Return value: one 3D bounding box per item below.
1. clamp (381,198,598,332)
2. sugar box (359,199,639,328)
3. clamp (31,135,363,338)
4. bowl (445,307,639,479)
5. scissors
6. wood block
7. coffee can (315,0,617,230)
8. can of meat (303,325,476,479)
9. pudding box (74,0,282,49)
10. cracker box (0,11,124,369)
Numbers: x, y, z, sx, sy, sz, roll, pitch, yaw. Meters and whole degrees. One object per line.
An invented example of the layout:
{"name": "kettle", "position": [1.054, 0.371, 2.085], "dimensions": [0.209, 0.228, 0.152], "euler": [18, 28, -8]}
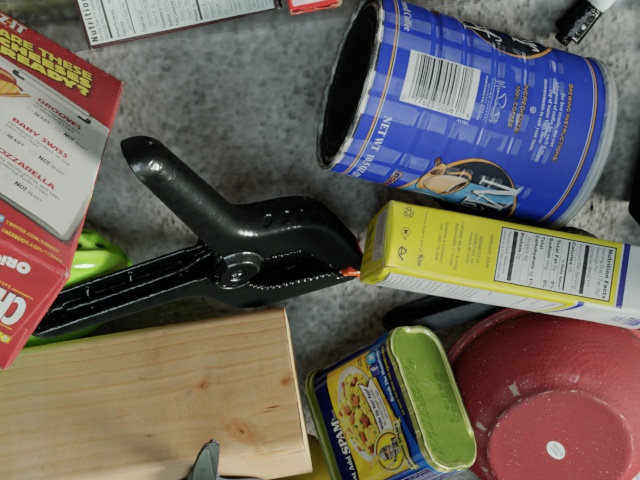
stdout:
{"name": "clamp", "position": [0.125, 0.031, 0.703], "dimensions": [0.171, 0.039, 0.120], "euler": [19, 122, -7]}
{"name": "sugar box", "position": [0.116, 0.016, 0.623], "dimensions": [0.176, 0.093, 0.048], "euler": [8, 83, -4]}
{"name": "clamp", "position": [-0.054, 0.001, 0.621], "dimensions": [0.209, 0.036, 0.165], "euler": [-1, 145, -31]}
{"name": "bowl", "position": [0.153, 0.120, 0.694], "dimensions": [0.162, 0.055, 0.162], "euler": [3, 117, 6]}
{"name": "scissors", "position": [-0.054, 0.146, 0.645], "dimensions": [0.096, 0.016, 0.202], "euler": [0, 155, -25]}
{"name": "wood block", "position": [-0.115, 0.112, 0.680], "dimensions": [0.206, 0.090, 0.091], "euler": [-9, 156, 0]}
{"name": "coffee can", "position": [0.079, -0.071, 0.604], "dimensions": [0.140, 0.103, 0.103], "euler": [14, 117, -12]}
{"name": "can of meat", "position": [0.045, 0.115, 0.693], "dimensions": [0.057, 0.102, 0.084], "euler": [2, 152, -45]}
{"name": "pudding box", "position": [-0.084, -0.160, 0.579], "dimensions": [0.113, 0.039, 0.090], "euler": [-10, 120, 3]}
{"name": "cracker box", "position": [-0.194, -0.054, 0.528], "dimensions": [0.164, 0.213, 0.072], "euler": [30, 114, -19]}
